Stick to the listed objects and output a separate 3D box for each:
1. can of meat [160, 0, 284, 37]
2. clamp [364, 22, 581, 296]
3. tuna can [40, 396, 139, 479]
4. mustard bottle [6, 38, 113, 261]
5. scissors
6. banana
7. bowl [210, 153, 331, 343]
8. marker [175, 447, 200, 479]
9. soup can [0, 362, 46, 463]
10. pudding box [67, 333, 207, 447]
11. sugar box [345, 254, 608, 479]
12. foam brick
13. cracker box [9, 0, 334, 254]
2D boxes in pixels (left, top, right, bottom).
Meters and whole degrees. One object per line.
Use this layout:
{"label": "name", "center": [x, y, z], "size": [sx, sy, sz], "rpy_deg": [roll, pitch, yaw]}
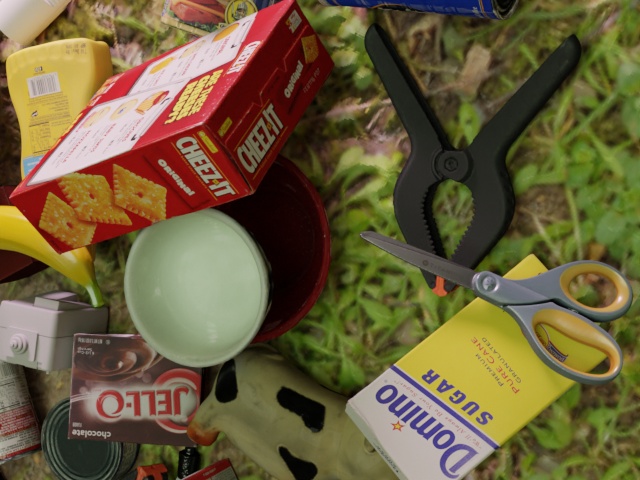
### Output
{"label": "can of meat", "center": [-0.074, -0.204, 0.867], "size": [0.102, 0.057, 0.084], "rpy_deg": [21, 104, 21]}
{"label": "clamp", "center": [0.113, -0.063, 0.803], "size": [0.165, 0.036, 0.210], "rpy_deg": [1, 96, 24]}
{"label": "tuna can", "center": [-0.207, 0.180, 0.962], "size": [0.086, 0.033, 0.086], "rpy_deg": [2, 94, 24]}
{"label": "mustard bottle", "center": [-0.220, -0.075, 0.938], "size": [0.096, 0.058, 0.191], "rpy_deg": [-7, 90, 23]}
{"label": "scissors", "center": [0.135, 0.022, 0.756], "size": [0.202, 0.016, 0.096], "rpy_deg": [37, 72, 9]}
{"label": "banana", "center": [-0.268, 0.004, 0.917], "size": [0.198, 0.037, 0.069], "rpy_deg": [14, 95, 24]}
{"label": "bowl", "center": [-0.056, 0.001, 0.872], "size": [0.162, 0.055, 0.162], "rpy_deg": [2, 94, 24]}
{"label": "marker", "center": [-0.123, 0.238, 0.936], "size": [0.020, 0.020, 0.121], "rpy_deg": [13, 98, 23]}
{"label": "soup can", "center": [-0.298, 0.153, 0.981], "size": [0.069, 0.068, 0.102], "rpy_deg": [-19, 85, 24]}
{"label": "pudding box", "center": [-0.154, 0.126, 0.910], "size": [0.113, 0.039, 0.090], "rpy_deg": [3, 89, 3]}
{"label": "sugar box", "center": [0.113, 0.100, 0.765], "size": [0.176, 0.048, 0.093], "rpy_deg": [-38, 76, -13]}
{"label": "foam brick", "center": [-0.278, -0.006, 0.972], "size": [0.053, 0.051, 0.078], "rpy_deg": [-24, 84, 22]}
{"label": "cracker box", "center": [-0.112, -0.083, 0.811], "size": [0.214, 0.164, 0.072], "rpy_deg": [-14, 124, 37]}
